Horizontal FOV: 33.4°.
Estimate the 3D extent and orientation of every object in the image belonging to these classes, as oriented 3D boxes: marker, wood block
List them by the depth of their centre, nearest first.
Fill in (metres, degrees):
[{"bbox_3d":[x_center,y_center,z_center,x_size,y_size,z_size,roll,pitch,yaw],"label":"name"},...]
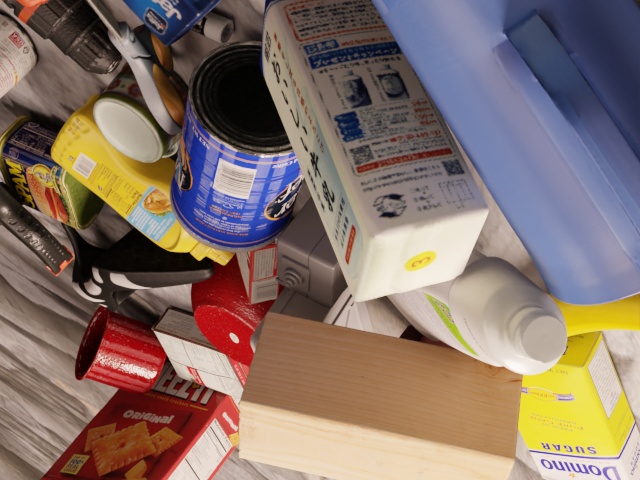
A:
[{"bbox_3d":[-0.121,-0.180,0.814,0.121,0.020,0.020,26,147,18],"label":"marker"},{"bbox_3d":[0.046,0.135,0.840,0.206,0.090,0.090,11,139,5],"label":"wood block"}]

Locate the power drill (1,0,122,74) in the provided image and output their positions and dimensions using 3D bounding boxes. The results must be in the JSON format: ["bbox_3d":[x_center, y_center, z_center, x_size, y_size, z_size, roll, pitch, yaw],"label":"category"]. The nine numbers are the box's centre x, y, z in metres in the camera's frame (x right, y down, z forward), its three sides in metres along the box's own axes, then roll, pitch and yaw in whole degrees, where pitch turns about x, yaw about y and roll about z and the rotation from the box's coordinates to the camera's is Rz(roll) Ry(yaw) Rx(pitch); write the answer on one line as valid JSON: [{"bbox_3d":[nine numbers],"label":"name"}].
[{"bbox_3d":[-0.218,-0.199,0.788,0.184,0.057,0.188,42,173,-11],"label":"power drill"}]

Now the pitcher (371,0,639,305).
[{"bbox_3d":[0.125,-0.089,0.581,0.242,0.144,0.149,52,149,-17],"label":"pitcher"}]

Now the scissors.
[{"bbox_3d":[-0.142,-0.158,0.783,0.016,0.096,0.201,-16,142,9],"label":"scissors"}]

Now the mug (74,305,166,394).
[{"bbox_3d":[-0.233,0.126,1.255,0.081,0.093,0.117,22,-163,-23],"label":"mug"}]

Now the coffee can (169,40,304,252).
[{"bbox_3d":[-0.058,-0.069,0.817,0.103,0.102,0.140,33,148,6],"label":"coffee can"}]

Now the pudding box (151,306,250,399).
[{"bbox_3d":[-0.125,0.128,1.200,0.114,0.039,0.090,13,140,31],"label":"pudding box"}]

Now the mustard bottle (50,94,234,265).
[{"bbox_3d":[-0.156,-0.045,0.987,0.191,0.058,0.096,41,144,-6],"label":"mustard bottle"}]

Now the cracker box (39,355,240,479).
[{"bbox_3d":[-0.195,0.236,1.241,0.164,0.213,0.072,8,136,38],"label":"cracker box"}]

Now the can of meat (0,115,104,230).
[{"bbox_3d":[-0.269,-0.066,1.074,0.084,0.057,0.102,23,145,18],"label":"can of meat"}]

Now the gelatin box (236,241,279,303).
[{"bbox_3d":[-0.056,0.001,0.939,0.089,0.030,0.073,97,159,-54],"label":"gelatin box"}]

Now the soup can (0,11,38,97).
[{"bbox_3d":[-0.313,-0.152,0.960,0.068,0.102,0.068,25,147,18],"label":"soup can"}]

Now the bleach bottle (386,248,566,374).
[{"bbox_3d":[0.108,0.045,0.730,0.102,0.068,0.251,47,177,-14],"label":"bleach bottle"}]

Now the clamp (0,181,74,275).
[{"bbox_3d":[-0.321,-0.042,1.044,0.165,0.036,0.209,31,164,43],"label":"clamp"}]

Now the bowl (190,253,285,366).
[{"bbox_3d":[-0.074,0.077,1.068,0.162,0.055,0.162,25,147,18],"label":"bowl"}]

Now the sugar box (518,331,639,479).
[{"bbox_3d":[0.206,0.141,0.884,0.094,0.048,0.176,5,135,41],"label":"sugar box"}]
